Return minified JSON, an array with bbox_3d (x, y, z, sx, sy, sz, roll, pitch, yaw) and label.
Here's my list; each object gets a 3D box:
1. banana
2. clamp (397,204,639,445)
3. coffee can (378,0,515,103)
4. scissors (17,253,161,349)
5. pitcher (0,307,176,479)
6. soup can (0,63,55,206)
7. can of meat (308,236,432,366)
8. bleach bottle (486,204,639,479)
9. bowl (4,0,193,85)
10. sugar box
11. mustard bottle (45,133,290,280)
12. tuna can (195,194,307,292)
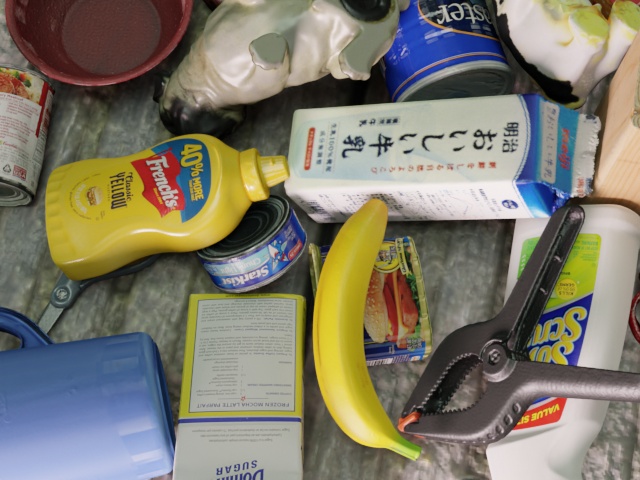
[{"bbox_3d":[0.027,0.066,0.790,0.069,0.037,0.198,-2,78,-24],"label":"banana"},{"bbox_3d":[0.143,0.094,0.773,0.210,0.036,0.164,-45,43,22],"label":"clamp"},{"bbox_3d":[0.092,-0.178,0.893,0.102,0.103,0.140,-15,72,-4],"label":"coffee can"},{"bbox_3d":[-0.189,0.044,0.872,0.096,0.016,0.201,14,73,6],"label":"scissors"},{"bbox_3d":[-0.236,0.132,0.789,0.242,0.145,0.149,-11,108,-6],"label":"pitcher"},{"bbox_3d":[-0.264,-0.087,0.890,0.068,0.068,0.102,5,72,3],"label":"soup can"},{"bbox_3d":[0.038,0.050,0.844,0.084,0.057,0.102,-7,72,-4],"label":"can of meat"},{"bbox_3d":[0.183,0.100,0.808,0.103,0.068,0.251,-2,69,36],"label":"bleach bottle"},{"bbox_3d":[-0.188,-0.196,0.931,0.162,0.055,0.162,0,71,1],"label":"bowl"},{"bbox_3d":[-0.058,0.123,0.802,0.093,0.048,0.176,-1,55,2],"label":"sugar box"},{"bbox_3d":[-0.118,-0.034,0.840,0.192,0.058,0.096,-14,57,7],"label":"mustard bottle"},{"bbox_3d":[-0.056,0.001,0.848,0.086,0.033,0.086,-20,31,12],"label":"tuna can"}]
